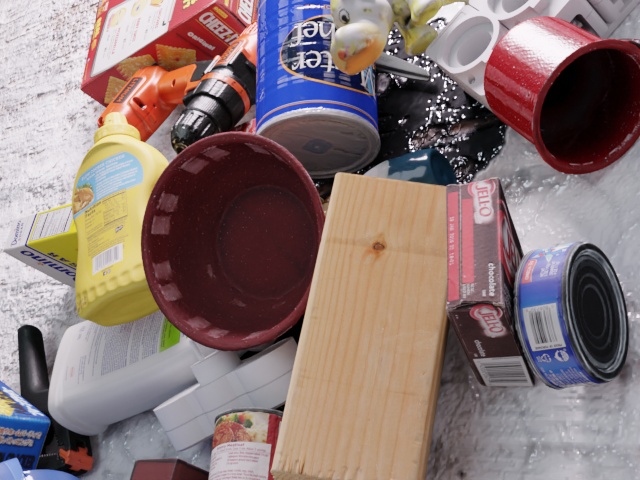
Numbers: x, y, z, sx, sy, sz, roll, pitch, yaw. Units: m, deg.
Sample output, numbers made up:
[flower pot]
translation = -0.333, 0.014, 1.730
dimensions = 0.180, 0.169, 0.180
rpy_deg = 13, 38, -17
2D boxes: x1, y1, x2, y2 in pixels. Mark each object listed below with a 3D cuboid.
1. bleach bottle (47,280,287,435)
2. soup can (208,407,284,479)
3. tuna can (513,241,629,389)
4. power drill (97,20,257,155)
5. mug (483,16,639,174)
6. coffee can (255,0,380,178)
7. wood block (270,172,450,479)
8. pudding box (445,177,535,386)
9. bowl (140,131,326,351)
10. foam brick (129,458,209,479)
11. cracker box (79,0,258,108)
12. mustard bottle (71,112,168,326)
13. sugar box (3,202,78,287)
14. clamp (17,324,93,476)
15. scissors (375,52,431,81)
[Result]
[bleach bottle]
translation = -0.120, 0.089, 0.901
dimensions = 0.251, 0.068, 0.102
rpy_deg = -21, 50, 33
[soup can]
translation = -0.047, 0.178, 0.756
dimensions = 0.069, 0.068, 0.102
rpy_deg = -21, 51, 36
[tuna can]
translation = 0.150, 0.044, 0.633
dimensions = 0.034, 0.086, 0.086
rpy_deg = -14, 54, 38
[power drill]
translation = -0.134, -0.134, 1.046
dimensions = 0.188, 0.057, 0.184
rpy_deg = -8, 37, 42
[mug]
translation = 0.174, -0.108, 0.724
dimensions = 0.117, 0.093, 0.082
rpy_deg = -28, 34, -8
[coffee can]
translation = -0.004, -0.137, 0.892
dimensions = 0.103, 0.102, 0.140
rpy_deg = -20, 58, 36
[wood block]
translation = 0.037, 0.070, 0.703
dimensions = 0.091, 0.090, 0.206
rpy_deg = 8, 65, 10
[pudding box]
translation = 0.106, 0.029, 0.665
dimensions = 0.039, 0.113, 0.090
rpy_deg = -5, 56, 16
[bowl]
translation = -0.055, 0.001, 0.804
dimensions = 0.162, 0.055, 0.162
rpy_deg = 0, 89, 28
[foam brick]
translation = -0.100, 0.198, 0.790
dimensions = 0.053, 0.078, 0.051
rpy_deg = -13, 55, 43
[cracker box]
translation = -0.161, -0.252, 1.178
dimensions = 0.214, 0.072, 0.164
rpy_deg = -23, 48, 33
[mustard bottle]
translation = -0.169, -0.029, 0.914
dimensions = 0.096, 0.058, 0.191
rpy_deg = -26, 58, 25
[sugar box]
translation = -0.221, 0.002, 1.041
dimensions = 0.177, 0.093, 0.048
rpy_deg = -14, 54, 41
[clamp]
translation = -0.272, 0.167, 1.018
dimensions = 0.210, 0.036, 0.164
rpy_deg = 5, 72, 49
[scissors]
translation = 0.043, -0.184, 0.962
dimensions = 0.202, 0.016, 0.096
rpy_deg = 9, 70, 48
